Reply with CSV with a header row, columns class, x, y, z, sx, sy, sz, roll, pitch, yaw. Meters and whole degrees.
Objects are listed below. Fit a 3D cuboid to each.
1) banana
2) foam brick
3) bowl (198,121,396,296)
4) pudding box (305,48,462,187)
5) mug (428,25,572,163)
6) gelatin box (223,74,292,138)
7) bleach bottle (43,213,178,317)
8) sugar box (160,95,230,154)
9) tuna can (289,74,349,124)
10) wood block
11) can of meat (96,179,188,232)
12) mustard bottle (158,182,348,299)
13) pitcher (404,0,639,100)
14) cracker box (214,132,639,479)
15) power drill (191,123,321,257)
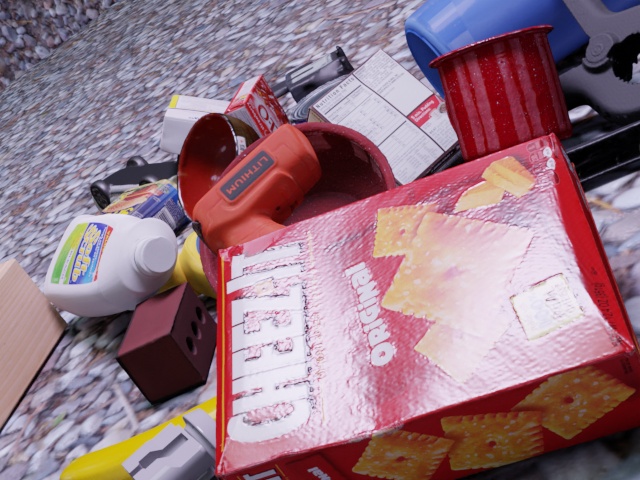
class,x,y,z,sx,sy,sz,roll,pitch,yaw
banana,-0.108,0.137,0.718,0.198,0.037,0.069,-23,26,21
foam brick,-0.117,0.079,0.831,0.051,0.053,0.078,-26,24,17
bowl,-0.009,-0.006,0.805,0.162,0.055,0.162,-10,65,22
pudding box,0.057,-0.093,0.887,0.090,0.113,0.039,-42,-17,-21
mug,0.129,-0.102,0.788,0.093,0.081,0.117,-16,1,-28
gelatin box,-0.058,-0.118,1.113,0.030,0.089,0.073,-20,25,25
bleach bottle,-0.178,0.015,0.946,0.251,0.068,0.102,-12,53,63
sugar box,-0.128,-0.127,1.203,0.093,0.048,0.176,8,16,-6
tuna can,0.012,-0.141,1.142,0.086,0.033,0.086,-28,22,12
wood block,-0.327,0.119,0.976,0.090,0.090,0.206,-23,24,25
can of meat,-0.196,-0.017,1.132,0.102,0.057,0.083,-9,29,44
mustard bottle,-0.056,0.001,0.906,0.192,0.058,0.096,-27,29,14
pitcher,0.195,-0.224,0.956,0.243,0.145,0.149,-37,-18,-3
cracker box,0.050,0.045,0.574,0.214,0.072,0.164,-19,42,13
power drill,0.014,-0.001,0.715,0.184,0.057,0.188,-42,51,-7
